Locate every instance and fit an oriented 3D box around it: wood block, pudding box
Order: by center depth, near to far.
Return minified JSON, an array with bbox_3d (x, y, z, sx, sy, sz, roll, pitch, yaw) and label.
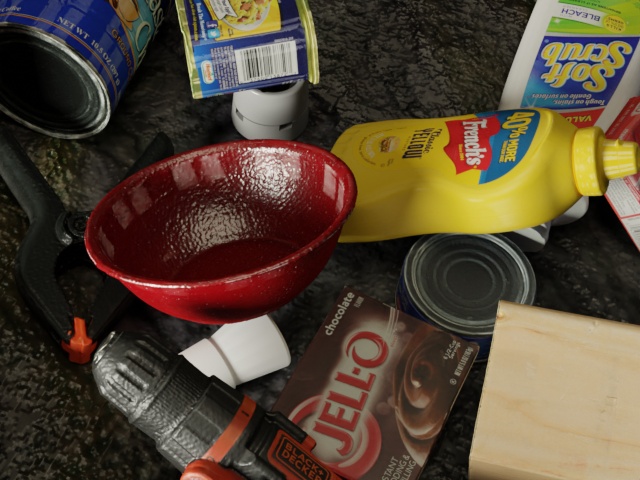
[{"bbox_3d":[0.189,0.104,0.569,0.206,0.091,0.090,10,70,11],"label":"wood block"},{"bbox_3d":[0.028,0.093,0.619,0.090,0.039,0.113,25,56,12],"label":"pudding box"}]

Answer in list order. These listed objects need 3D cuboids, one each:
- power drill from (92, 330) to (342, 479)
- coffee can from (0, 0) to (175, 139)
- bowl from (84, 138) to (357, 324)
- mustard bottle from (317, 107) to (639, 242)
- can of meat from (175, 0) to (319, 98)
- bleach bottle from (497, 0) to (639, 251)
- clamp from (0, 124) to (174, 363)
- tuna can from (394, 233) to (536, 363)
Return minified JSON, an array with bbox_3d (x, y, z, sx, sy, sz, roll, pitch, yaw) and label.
[{"bbox_3d":[-0.061,0.146,0.503,0.184,0.057,0.187,38,37,-6],"label":"power drill"},{"bbox_3d":[-0.165,-0.156,0.740,0.103,0.103,0.140,16,55,6],"label":"coffee can"},{"bbox_3d":[-0.054,0.001,0.634,0.162,0.055,0.162,-8,32,5],"label":"bowl"},{"bbox_3d":[0.099,-0.043,0.662,0.192,0.058,0.096,-3,36,27],"label":"mustard bottle"},{"bbox_3d":[-0.051,-0.145,0.711,0.084,0.057,0.102,-10,52,-5],"label":"can of meat"},{"bbox_3d":[0.180,-0.095,0.754,0.102,0.068,0.250,18,57,8],"label":"bleach bottle"},{"bbox_3d":[-0.161,-0.007,0.673,0.120,0.039,0.171,5,54,-3],"label":"clamp"},{"bbox_3d":[0.091,0.032,0.671,0.086,0.034,0.086,2,55,-3],"label":"tuna can"}]
